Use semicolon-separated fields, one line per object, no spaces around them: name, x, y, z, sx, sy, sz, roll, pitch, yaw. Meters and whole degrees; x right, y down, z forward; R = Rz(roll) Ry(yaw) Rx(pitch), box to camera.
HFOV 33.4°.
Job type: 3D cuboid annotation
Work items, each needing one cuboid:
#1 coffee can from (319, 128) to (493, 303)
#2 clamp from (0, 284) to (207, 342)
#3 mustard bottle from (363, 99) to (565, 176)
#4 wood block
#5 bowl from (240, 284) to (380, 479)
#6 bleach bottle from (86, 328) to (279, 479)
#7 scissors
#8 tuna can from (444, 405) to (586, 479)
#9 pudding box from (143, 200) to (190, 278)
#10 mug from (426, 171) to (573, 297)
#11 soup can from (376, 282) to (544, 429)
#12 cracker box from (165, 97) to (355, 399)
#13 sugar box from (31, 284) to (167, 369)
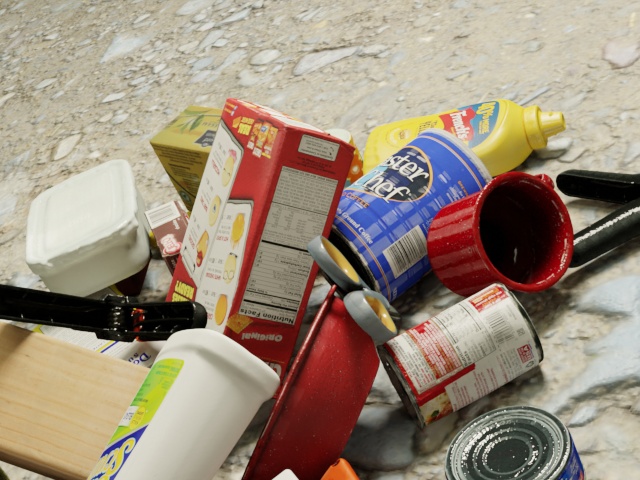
coffee can;0.069;-0.017;0.916;0.140;0.103;0.103;-36;31;-19
clamp;-0.150;0.061;0.833;0.164;0.036;0.210;5;-8;9
mustard bottle;0.140;-0.093;1.029;0.192;0.058;0.096;-11;34;23
wood block;-0.206;0.126;0.801;0.206;0.091;0.090;16;69;9
bowl;-0.001;0.115;0.758;0.055;0.162;0.162;25;44;2
bleach bottle;-0.125;0.177;0.673;0.250;0.068;0.103;-59;19;-20
scissors;0.030;0.034;0.793;0.016;0.096;0.201;-38;0;6
tuna can;0.124;0.147;0.686;0.086;0.033;0.086;-19;30;11
pudding box;-0.126;0.022;1.018;0.039;0.090;0.113;-25;28;-5
mug;0.143;-0.008;0.842;0.117;0.093;0.082;-54;14;-25
soup can;0.101;0.082;0.772;0.102;0.068;0.068;-28;30;-5
cracker box;-0.056;0.001;0.880;0.072;0.214;0.164;13;9;-24
sugar box;-0.194;0.104;0.985;0.093;0.048;0.176;-34;34;-17
